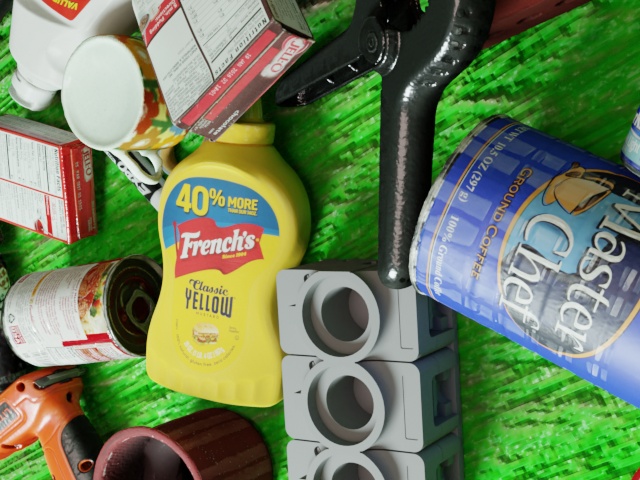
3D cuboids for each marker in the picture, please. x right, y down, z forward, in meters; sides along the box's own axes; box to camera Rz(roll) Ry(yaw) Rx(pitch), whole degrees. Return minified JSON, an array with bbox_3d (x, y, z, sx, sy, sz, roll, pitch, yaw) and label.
[{"bbox_3d":[-0.119,-0.043,0.717,0.121,0.020,0.020,47,117,19],"label":"marker"}]

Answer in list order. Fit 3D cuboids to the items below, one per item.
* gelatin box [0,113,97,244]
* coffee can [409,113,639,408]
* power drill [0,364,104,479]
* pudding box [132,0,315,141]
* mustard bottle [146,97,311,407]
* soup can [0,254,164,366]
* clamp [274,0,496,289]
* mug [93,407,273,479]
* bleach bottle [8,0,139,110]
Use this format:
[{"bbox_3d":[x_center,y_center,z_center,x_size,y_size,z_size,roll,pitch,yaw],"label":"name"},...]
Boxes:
[{"bbox_3d":[-0.197,-0.044,0.752,0.089,0.030,0.073,17,118,32],"label":"gelatin box"},{"bbox_3d":[0.129,0.011,0.518,0.140,0.102,0.103,28,110,27],"label":"coffee can"},{"bbox_3d":[-0.185,0.198,0.769,0.185,0.057,0.188,-40,78,26],"label":"power drill"},{"bbox_3d":[-0.060,-0.128,0.621,0.090,0.039,0.113,-40,55,26],"label":"pudding box"},{"bbox_3d":[-0.054,0.001,0.659,0.096,0.058,0.192,10,101,23],"label":"mustard bottle"},{"bbox_3d":[-0.158,0.049,0.726,0.102,0.068,0.068,-9,91,33],"label":"soup can"},{"bbox_3d":[0.043,-0.089,0.539,0.165,0.036,0.210,64,144,30],"label":"clamp"},{"bbox_3d":[-0.076,0.163,0.680,0.117,0.081,0.093,50,118,17],"label":"mug"},{"bbox_3d":[-0.131,-0.180,0.684,0.103,0.067,0.251,49,120,18],"label":"bleach bottle"}]
